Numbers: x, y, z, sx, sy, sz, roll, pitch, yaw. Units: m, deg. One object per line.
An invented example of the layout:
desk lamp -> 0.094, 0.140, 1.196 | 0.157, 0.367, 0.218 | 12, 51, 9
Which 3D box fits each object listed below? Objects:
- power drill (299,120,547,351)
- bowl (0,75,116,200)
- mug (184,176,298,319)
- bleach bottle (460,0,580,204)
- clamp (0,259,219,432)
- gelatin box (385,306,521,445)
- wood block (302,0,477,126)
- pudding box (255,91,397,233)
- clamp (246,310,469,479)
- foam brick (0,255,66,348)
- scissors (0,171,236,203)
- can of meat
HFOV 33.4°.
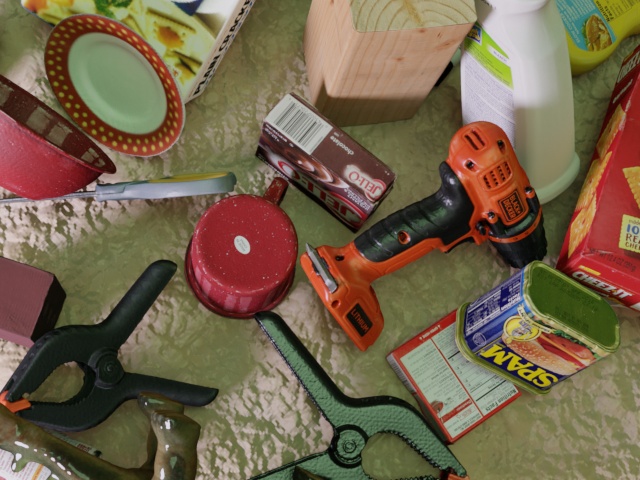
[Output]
power drill -> 0.089, 0.007, 0.846 | 0.187, 0.184, 0.057 | -35, 51, 2
bowl -> -0.237, -0.079, 0.815 | 0.162, 0.162, 0.055 | 37, 95, 2
mug -> -0.056, 0.001, 0.850 | 0.093, 0.081, 0.117 | 30, 75, 0
bleach bottle -> 0.152, -0.135, 0.814 | 0.068, 0.251, 0.103 | -38, 59, -14
clamp -> -0.157, 0.102, 0.809 | 0.171, 0.039, 0.120 | -31, 96, -27
gelatin box -> 0.108, 0.111, 0.873 | 0.073, 0.030, 0.089 | -32, 83, -14
wood block -> 0.045, -0.166, 0.836 | 0.090, 0.206, 0.091 | -7, 79, -9
pudding box -> 0.003, -0.061, 0.867 | 0.113, 0.090, 0.039 | 40, 74, 3
clamp -> 0.012, 0.169, 0.843 | 0.210, 0.036, 0.164 | 25, 83, -4
foam brick -> -0.231, 0.049, 0.818 | 0.051, 0.078, 0.053 | 19, 75, -1
scissors -> -0.156, -0.042, 0.872 | 0.202, 0.096, 0.016 | -2, 97, 22
can of meat -> 0.173, 0.070, 0.844 | 0.102, 0.084, 0.057 | 28, 47, -20
